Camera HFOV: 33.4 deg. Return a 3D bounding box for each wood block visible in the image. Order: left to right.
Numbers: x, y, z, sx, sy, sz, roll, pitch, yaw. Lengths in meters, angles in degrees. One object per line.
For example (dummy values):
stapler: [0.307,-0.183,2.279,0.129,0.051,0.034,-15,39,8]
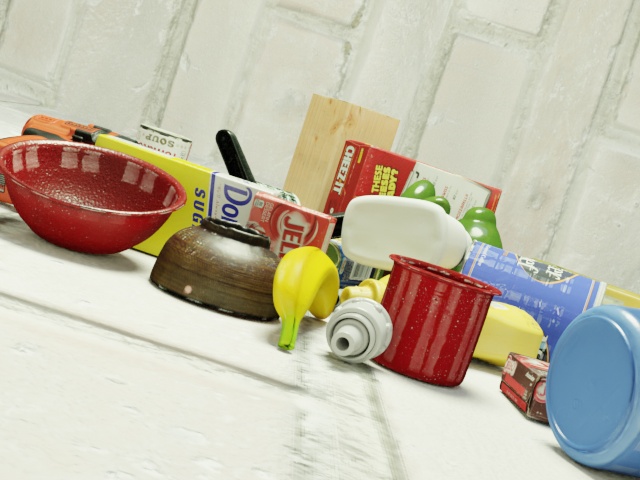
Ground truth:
wood block: [0.015,-0.077,1.394,0.090,0.206,0.090,14,7,-36]

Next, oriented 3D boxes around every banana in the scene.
banana: [-0.012,0.038,0.848,0.037,0.069,0.197,16,5,9]

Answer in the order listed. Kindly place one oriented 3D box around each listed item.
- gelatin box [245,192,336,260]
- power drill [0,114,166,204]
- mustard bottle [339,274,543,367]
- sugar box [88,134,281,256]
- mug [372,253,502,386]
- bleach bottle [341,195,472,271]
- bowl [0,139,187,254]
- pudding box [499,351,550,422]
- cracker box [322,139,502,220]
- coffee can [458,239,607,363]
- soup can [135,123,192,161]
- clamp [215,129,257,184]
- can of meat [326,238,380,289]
gelatin box: [-0.034,0.010,0.950,0.073,0.089,0.030,19,5,11]
power drill: [-0.258,-0.078,1.070,0.185,0.057,0.187,15,15,18]
mustard bottle: [0.101,0.070,0.960,0.191,0.058,0.096,15,5,-30]
sugar box: [-0.134,-0.029,0.997,0.176,0.093,0.048,18,6,5]
mug: [0.081,0.061,0.849,0.093,0.081,0.117,16,6,-25]
bleach bottle: [0.107,0.001,1.072,0.103,0.068,0.250,9,0,22]
bowl: [-0.198,-0.032,0.908,0.162,0.055,0.162,15,20,-6]
pudding box: [0.206,0.125,0.841,0.113,0.039,0.090,18,5,-6]
cracker box: [0.107,-0.019,1.336,0.213,0.164,0.072,15,4,-30]
coffee can: [0.207,0.069,1.085,0.140,0.103,0.102,19,5,13]
soup can: [-0.201,-0.083,1.289,0.068,0.102,0.068,18,5,-2]
clamp: [-0.079,-0.043,1.210,0.039,0.120,0.171,-10,-38,42]
can of meat: [0.003,0.019,1.173,0.102,0.057,0.083,22,8,34]
